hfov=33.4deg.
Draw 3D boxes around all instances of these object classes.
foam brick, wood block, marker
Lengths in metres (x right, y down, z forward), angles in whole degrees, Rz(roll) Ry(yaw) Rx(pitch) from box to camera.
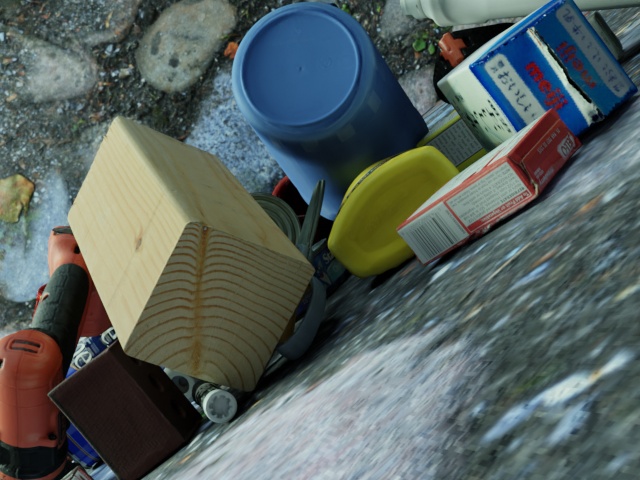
[{"bbox_3d":[-0.123,0.106,0.681,0.051,0.078,0.053,-39,3,10],"label":"foam brick"},{"bbox_3d":[-0.094,0.001,0.702,0.091,0.090,0.206,-62,30,12],"label":"wood block"},{"bbox_3d":[-0.069,0.100,0.674,0.020,0.020,0.121,-39,4,-11],"label":"marker"}]

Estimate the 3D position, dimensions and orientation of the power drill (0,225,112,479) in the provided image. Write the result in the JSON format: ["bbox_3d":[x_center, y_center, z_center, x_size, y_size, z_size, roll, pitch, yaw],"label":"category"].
[{"bbox_3d":[-0.193,0.095,0.784,0.187,0.057,0.185,-85,6,-50],"label":"power drill"}]

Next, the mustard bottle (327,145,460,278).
[{"bbox_3d":[0.050,-0.026,0.769,0.096,0.058,0.191,-46,2,5],"label":"mustard bottle"}]

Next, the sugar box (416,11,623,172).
[{"bbox_3d":[0.168,-0.120,0.890,0.176,0.048,0.093,-33,4,22],"label":"sugar box"}]

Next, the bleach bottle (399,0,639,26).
[{"bbox_3d":[0.176,-0.207,0.848,0.251,0.068,0.102,-2,14,33],"label":"bleach bottle"}]

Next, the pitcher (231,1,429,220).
[{"bbox_3d":[0.011,-0.111,0.877,0.145,0.149,0.242,-49,-17,0],"label":"pitcher"}]

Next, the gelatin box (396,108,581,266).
[{"bbox_3d":[0.095,-0.029,0.596,0.089,0.030,0.073,-35,3,40],"label":"gelatin box"}]

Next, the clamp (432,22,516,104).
[{"bbox_3d":[0.153,-0.147,0.969,0.165,0.036,0.209,-39,-21,30],"label":"clamp"}]

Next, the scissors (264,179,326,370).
[{"bbox_3d":[-0.026,0.030,0.731,0.096,0.016,0.201,-47,18,18],"label":"scissors"}]
